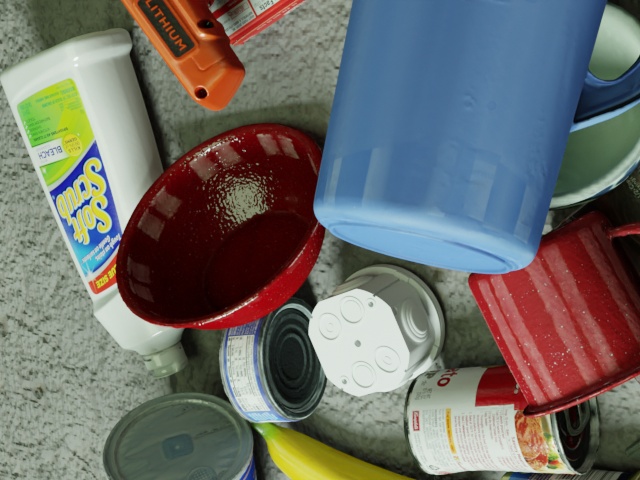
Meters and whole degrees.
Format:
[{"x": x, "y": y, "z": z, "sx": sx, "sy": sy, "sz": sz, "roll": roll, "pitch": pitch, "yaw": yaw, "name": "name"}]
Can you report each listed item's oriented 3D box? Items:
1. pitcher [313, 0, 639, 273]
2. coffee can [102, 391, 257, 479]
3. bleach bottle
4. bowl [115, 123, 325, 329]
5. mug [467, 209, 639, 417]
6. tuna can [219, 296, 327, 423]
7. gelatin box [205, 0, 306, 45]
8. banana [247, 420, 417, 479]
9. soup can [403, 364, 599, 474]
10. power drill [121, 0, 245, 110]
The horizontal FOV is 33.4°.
[{"x": 0.086, "y": -0.109, "z": 0.518, "sx": 0.149, "sy": 0.144, "sz": 0.243, "roll": 7, "pitch": 80, "yaw": 42, "name": "pitcher"}, {"x": -0.093, "y": 0.194, "z": 0.766, "sx": 0.103, "sy": 0.102, "sz": 0.140, "roll": 18, "pitch": 132, "yaw": 27, "name": "coffee can"}, {"x": -0.147, "y": -0.020, "z": 0.786, "sx": 0.103, "sy": 0.068, "sz": 0.251, "roll": -14, "pitch": 99, "yaw": 35, "name": "bleach bottle"}, {"x": -0.055, "y": 0.001, "z": 0.705, "sx": 0.162, "sy": 0.162, "sz": 0.055, "roll": -3, "pitch": 144, "yaw": 33, "name": "bowl"}, {"x": 0.139, "y": 0.031, "z": 0.557, "sx": 0.117, "sy": 0.093, "sz": 0.081, "roll": -31, "pitch": 84, "yaw": 34, "name": "mug"}, {"x": -0.030, "y": 0.081, "z": 0.726, "sx": 0.034, "sy": 0.086, "sz": 0.086, "roll": -8, "pitch": 100, "yaw": 32, "name": "tuna can"}, {"x": -0.050, "y": -0.182, "z": 0.694, "sx": 0.073, "sy": 0.030, "sz": 0.089, "roll": -27, "pitch": 90, "yaw": 34, "name": "gelatin box"}, {"x": 0.033, "y": 0.168, "z": 0.726, "sx": 0.198, "sy": 0.069, "sz": 0.037, "roll": 14, "pitch": 70, "yaw": 34, "name": "banana"}, {"x": 0.111, "y": 0.110, "z": 0.658, "sx": 0.102, "sy": 0.068, "sz": 0.068, "roll": -10, "pitch": 99, "yaw": 35, "name": "soup can"}, {"x": -0.015, "y": -0.163, "z": 0.632, "sx": 0.188, "sy": 0.057, "sz": 0.184, "roll": -38, "pitch": 83, "yaw": 12, "name": "power drill"}]
